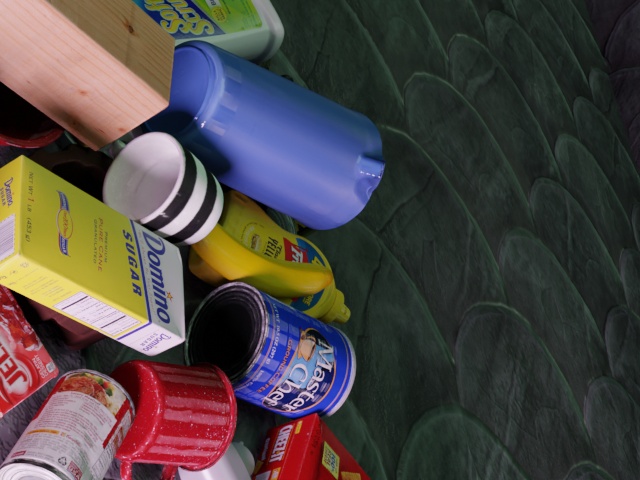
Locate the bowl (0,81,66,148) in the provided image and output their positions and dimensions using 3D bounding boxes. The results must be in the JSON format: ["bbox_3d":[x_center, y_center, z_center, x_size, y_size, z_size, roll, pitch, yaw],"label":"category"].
[{"bbox_3d":[-0.283,-0.139,0.881,0.162,0.055,0.162,39,37,-39],"label":"bowl"}]

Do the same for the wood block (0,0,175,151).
[{"bbox_3d":[-0.221,-0.177,0.860,0.205,0.090,0.091,39,36,-39],"label":"wood block"}]

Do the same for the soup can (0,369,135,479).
[{"bbox_3d":[-0.188,0.154,0.793,0.068,0.069,0.102,54,31,-20],"label":"soup can"}]

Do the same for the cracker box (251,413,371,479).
[{"bbox_3d":[0.014,0.298,1.015,0.213,0.072,0.164,53,31,-22],"label":"cracker box"}]

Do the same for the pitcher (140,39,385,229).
[{"bbox_3d":[-0.065,-0.104,1.055,0.242,0.149,0.145,22,37,-48],"label":"pitcher"}]

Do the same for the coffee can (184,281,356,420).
[{"bbox_3d":[-0.047,0.111,1.030,0.140,0.103,0.103,31,43,-46],"label":"coffee can"}]

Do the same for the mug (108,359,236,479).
[{"bbox_3d":[-0.133,0.154,0.881,0.081,0.093,0.117,17,90,-48],"label":"mug"}]

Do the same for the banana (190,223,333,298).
[{"bbox_3d":[-0.064,0.015,1.030,0.197,0.037,0.069,33,59,-30],"label":"banana"}]

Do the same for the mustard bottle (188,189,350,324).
[{"bbox_3d":[-0.042,0.035,1.109,0.191,0.058,0.096,35,56,-28],"label":"mustard bottle"}]

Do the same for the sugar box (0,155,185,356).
[{"bbox_3d":[-0.177,0.016,0.824,0.176,0.048,0.093,32,40,-44],"label":"sugar box"}]

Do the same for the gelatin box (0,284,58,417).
[{"bbox_3d":[-0.245,0.082,0.795,0.089,0.030,0.073,61,29,-7],"label":"gelatin box"}]

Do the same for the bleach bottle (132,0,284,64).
[{"bbox_3d":[-0.159,-0.198,1.029,0.250,0.068,0.102,-24,80,-39],"label":"bleach bottle"}]
